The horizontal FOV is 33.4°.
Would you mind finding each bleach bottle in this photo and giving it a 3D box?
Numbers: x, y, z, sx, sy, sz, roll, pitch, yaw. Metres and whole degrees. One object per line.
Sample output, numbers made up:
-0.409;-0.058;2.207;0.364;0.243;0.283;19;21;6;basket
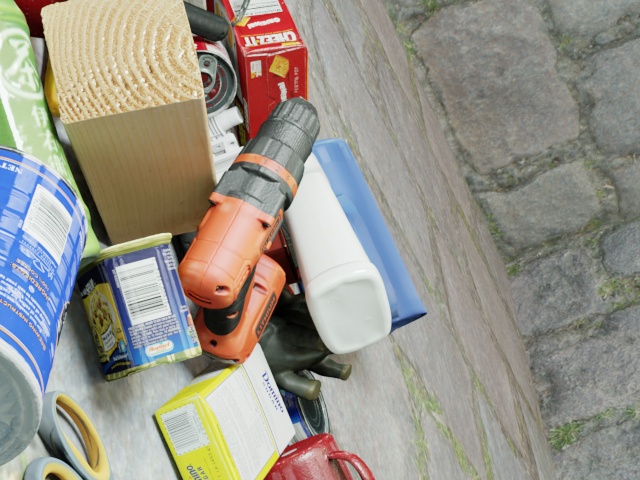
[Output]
-0.004;-0.015;1.004;0.251;0.068;0.102;-111;-178;-46;bleach bottle

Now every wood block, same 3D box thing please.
-0.127;-0.081;0.759;0.206;0.090;0.090;94;-18;-68;wood block

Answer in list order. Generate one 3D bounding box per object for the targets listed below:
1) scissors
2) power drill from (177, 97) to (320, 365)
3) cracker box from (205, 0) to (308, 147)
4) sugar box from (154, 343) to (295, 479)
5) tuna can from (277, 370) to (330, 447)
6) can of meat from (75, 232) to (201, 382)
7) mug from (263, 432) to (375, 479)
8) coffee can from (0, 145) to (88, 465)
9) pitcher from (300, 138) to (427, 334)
-0.131;0.187;0.674;0.096;0.016;0.201;-73;140;-65;scissors
-0.055;0.001;0.829;0.188;0.057;0.184;99;17;-59;power drill
-0.069;-0.196;1.141;0.164;0.072;0.214;89;-15;-45;cracker box
-0.073;0.151;0.877;0.176;0.048;0.093;-33;101;-79;sugar box
-0.022;0.168;1.063;0.086;0.034;0.086;-21;90;-76;tuna can
-0.126;0.048;0.729;0.102;0.057;0.084;-24;-98;64;can of meat
-0.002;0.216;0.919;0.093;0.117;0.081;-22;86;-52;mug
-0.179;0.031;0.534;0.140;0.103;0.102;-91;156;-53;coffee can
0.026;0.003;1.269;0.144;0.149;0.243;-8;74;-56;pitcher
